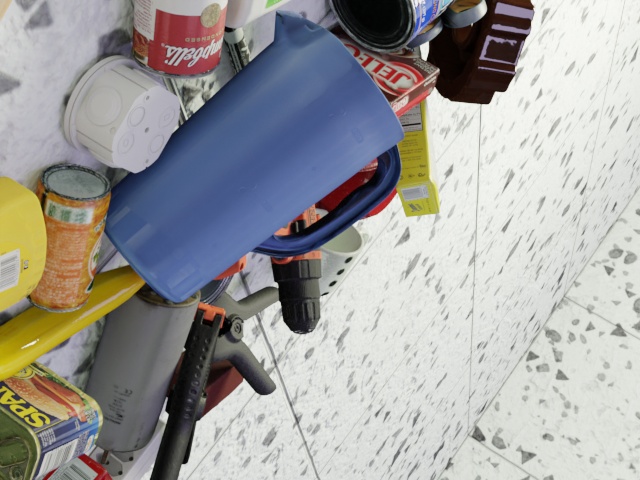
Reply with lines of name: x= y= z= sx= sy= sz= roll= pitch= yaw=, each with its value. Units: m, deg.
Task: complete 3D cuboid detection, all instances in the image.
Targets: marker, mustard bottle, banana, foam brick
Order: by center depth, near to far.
mustard bottle: x=-0.269 y=0.032 z=0.698 sx=0.191 sy=0.058 sz=0.096 roll=-34 pitch=149 yaw=-47
banana: x=-0.218 y=0.071 z=0.860 sx=0.197 sy=0.070 sz=0.037 roll=-40 pitch=116 yaw=-53
marker: x=-0.072 y=-0.166 z=0.923 sx=0.020 sy=0.020 sz=0.121 roll=-52 pitch=157 yaw=-18
foam brick: x=-0.125 y=0.147 z=1.170 sx=0.078 sy=0.053 sz=0.051 roll=-40 pitch=151 yaw=-41

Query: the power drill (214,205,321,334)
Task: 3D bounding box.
power drill: x=-0.057 y=0.001 z=1.027 sx=0.187 sy=0.057 sz=0.184 roll=6 pitch=75 yaw=-65

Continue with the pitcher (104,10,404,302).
pitcher: x=-0.054 y=-0.055 z=0.881 sx=0.243 sy=0.149 sz=0.145 roll=-40 pitch=166 yaw=-1

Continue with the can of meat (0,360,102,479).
can of meat: x=-0.238 y=0.143 z=0.854 sx=0.083 sy=0.102 sz=0.057 roll=-18 pitch=135 yaw=-61

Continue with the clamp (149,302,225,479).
clamp: x=-0.131 y=0.160 z=1.041 sx=0.164 sy=0.036 sz=0.210 roll=-94 pitch=-161 yaw=-84

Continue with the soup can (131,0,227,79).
soup can: x=-0.100 y=-0.178 z=0.777 sx=0.068 sy=0.069 sz=0.102 roll=-36 pitch=148 yaw=-45

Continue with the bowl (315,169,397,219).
bowl: x=0.060 y=-0.082 z=1.271 sx=0.162 sy=0.055 sz=0.162 roll=-46 pitch=155 yaw=-29

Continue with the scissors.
scissors: x=0.109 y=-0.233 z=1.111 sx=0.096 sy=0.202 sz=0.016 roll=-31 pitch=110 yaw=-7

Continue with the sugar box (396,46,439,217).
sugar box: x=0.101 y=-0.124 z=1.190 sx=0.093 sy=0.048 sz=0.176 roll=62 pitch=21 yaw=-67

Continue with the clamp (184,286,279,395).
clamp: x=-0.095 y=0.085 z=1.128 sx=0.171 sy=0.039 sz=0.120 roll=36 pitch=51 yaw=-48

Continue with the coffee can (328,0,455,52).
coffee can: x=0.087 y=-0.260 z=1.030 sx=0.140 sy=0.103 sz=0.103 roll=-44 pitch=154 yaw=-32

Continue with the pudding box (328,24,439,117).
pudding box: x=0.046 y=-0.166 z=1.050 sx=0.089 sy=0.114 sz=0.039 roll=-38 pitch=154 yaw=-42
